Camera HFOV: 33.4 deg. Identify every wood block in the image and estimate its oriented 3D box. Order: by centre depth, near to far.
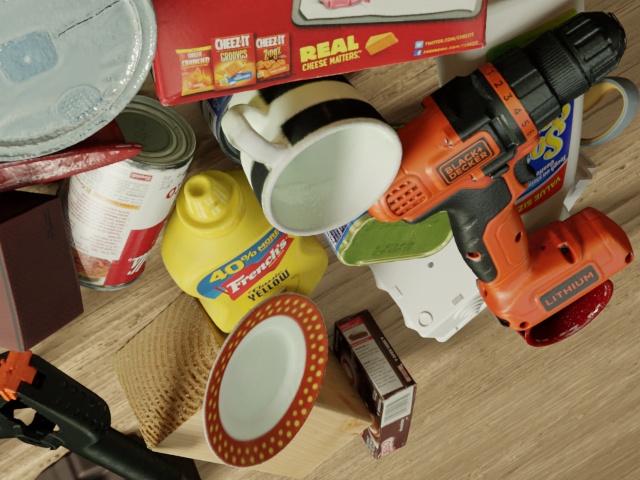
[{"bbox_3d":[-0.058,0.123,0.868,0.091,0.090,0.205,-41,147,15],"label":"wood block"}]

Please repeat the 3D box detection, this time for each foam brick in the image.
[{"bbox_3d":[-0.178,0.015,0.613,0.052,0.051,0.078,-35,125,-51],"label":"foam brick"}]

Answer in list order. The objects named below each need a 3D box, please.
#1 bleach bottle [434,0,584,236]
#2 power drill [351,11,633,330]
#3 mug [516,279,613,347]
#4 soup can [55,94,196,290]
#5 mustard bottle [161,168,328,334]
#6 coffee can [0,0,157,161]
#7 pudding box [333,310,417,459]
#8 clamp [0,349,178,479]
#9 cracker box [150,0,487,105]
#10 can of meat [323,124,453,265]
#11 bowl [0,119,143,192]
[{"bbox_3d":[0.139,-0.074,0.733,0.102,0.068,0.251,-24,132,-8],"label":"bleach bottle"},{"bbox_3d":[0.133,-0.037,0.681,0.184,0.057,0.187,-33,130,10],"label":"power drill"},{"bbox_3d":[0.204,0.045,0.986,0.093,0.081,0.117,-15,144,-24],"label":"mug"},{"bbox_3d":[-0.121,-0.029,0.634,0.068,0.068,0.102,-3,138,-37],"label":"soup can"},{"bbox_3d":[-0.054,0.001,0.710,0.096,0.058,0.191,-34,157,-3],"label":"mustard bottle"},{"bbox_3d":[-0.139,-0.116,0.435,0.102,0.140,0.103,-22,146,-16],"label":"coffee can"},{"bbox_3d":[0.046,0.132,0.965,0.039,0.090,0.113,-21,145,-19],"label":"pudding box"},{"bbox_3d":[-0.189,0.116,0.704,0.164,0.036,0.210,11,155,10],"label":"clamp"},{"bbox_3d":[-0.008,-0.178,0.464,0.164,0.072,0.214,-12,128,-12],"label":"cracker box"},{"bbox_3d":[0.039,-0.032,0.747,0.101,0.084,0.058,-7,140,-34],"label":"can of meat"},{"bbox_3d":[-0.171,-0.052,0.514,0.162,0.055,0.162,-13,-177,1],"label":"bowl"}]
